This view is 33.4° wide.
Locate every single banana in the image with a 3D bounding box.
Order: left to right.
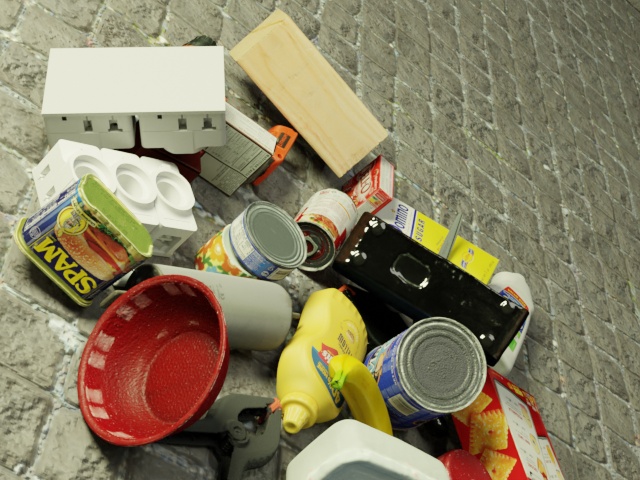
[{"bbox_3d":[0.042,0.176,1.132,0.197,0.037,0.069,62,34,-45],"label":"banana"}]

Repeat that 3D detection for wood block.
[{"bbox_3d":[-0.016,-0.194,1.403,0.206,0.090,0.091,48,4,-20],"label":"wood block"}]

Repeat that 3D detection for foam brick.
[{"bbox_3d":[-0.180,-0.095,1.198,0.078,0.051,0.053,27,38,-31],"label":"foam brick"}]

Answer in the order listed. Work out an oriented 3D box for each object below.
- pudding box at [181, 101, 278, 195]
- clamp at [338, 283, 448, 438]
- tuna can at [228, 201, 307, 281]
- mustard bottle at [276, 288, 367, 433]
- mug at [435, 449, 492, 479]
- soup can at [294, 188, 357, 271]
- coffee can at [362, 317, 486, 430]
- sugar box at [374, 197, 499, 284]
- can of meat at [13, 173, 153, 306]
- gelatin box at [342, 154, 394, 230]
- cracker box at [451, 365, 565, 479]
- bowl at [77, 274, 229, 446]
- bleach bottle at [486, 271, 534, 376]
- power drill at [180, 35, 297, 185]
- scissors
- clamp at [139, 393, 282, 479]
[{"bbox_3d":[-0.121,-0.115,1.253,0.113,0.090,0.039,34,37,-22],"label":"pudding box"},{"bbox_3d":[0.095,0.136,1.304,0.210,0.036,0.164,40,31,-16],"label":"clamp"},{"bbox_3d":[-0.058,0.001,1.163,0.086,0.034,0.086,30,38,-28],"label":"tuna can"},{"bbox_3d":[-0.004,0.141,1.159,0.096,0.058,0.191,65,28,-23],"label":"mustard bottle"},{"bbox_3d":[0.129,0.274,1.166,0.117,0.082,0.093,39,34,-16],"label":"mug"},{"bbox_3d":[0.000,-0.015,1.317,0.068,0.069,0.102,46,32,-7],"label":"soup can"},{"bbox_3d":[0.109,0.150,1.182,0.102,0.140,0.103,5,72,-15],"label":"coffee can"},{"bbox_3d":[0.146,0.013,1.436,0.176,0.048,0.093,33,33,5],"label":"sugar box"},{"bbox_3d":[-0.219,-0.001,1.001,0.102,0.084,0.057,48,18,-25],"label":"can of meat"},{"bbox_3d":[0.063,-0.066,1.430,0.030,0.073,0.089,39,30,-22],"label":"gelatin box"},{"bbox_3d":[0.231,0.272,1.266,0.164,0.072,0.214,35,33,-52],"label":"cracker box"},{"bbox_3d":[-0.139,0.114,0.958,0.055,0.162,0.162,42,28,-49],"label":"bowl"},{"bbox_3d":[0.245,0.102,1.496,0.102,0.068,0.250,49,31,-4],"label":"bleach bottle"},{"bbox_3d":[-0.118,-0.168,1.343,0.187,0.057,0.184,41,31,-11],"label":"power drill"},{"bbox_3d":[0.133,0.031,1.362,0.096,0.016,0.201,21,56,-16],"label":"scissors"},{"bbox_3d":[-0.085,0.203,1.023,0.171,0.039,0.120,-16,70,-50],"label":"clamp"}]
